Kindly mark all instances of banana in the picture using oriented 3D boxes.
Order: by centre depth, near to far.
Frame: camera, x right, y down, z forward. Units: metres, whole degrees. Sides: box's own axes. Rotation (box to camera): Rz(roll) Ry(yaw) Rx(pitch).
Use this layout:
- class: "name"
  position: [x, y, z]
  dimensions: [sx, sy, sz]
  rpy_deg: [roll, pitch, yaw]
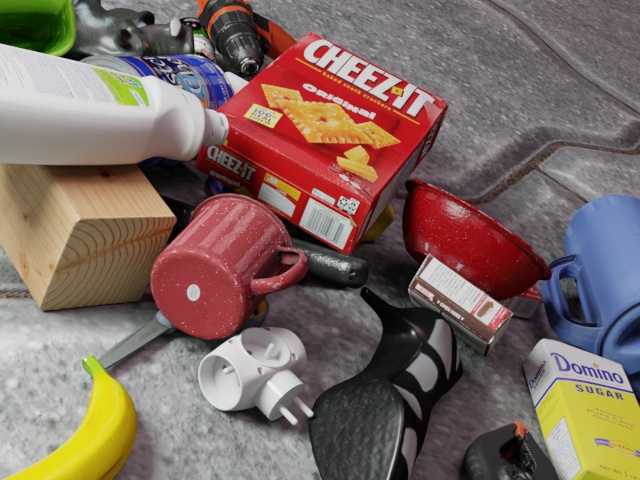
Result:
- class: "banana"
  position: [-0.164, 0.139, 0.659]
  dimensions: [0.070, 0.037, 0.197]
  rpy_deg: [16, 26, 13]

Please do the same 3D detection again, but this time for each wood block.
- class: "wood block"
  position: [-0.214, -0.050, 0.849]
  dimensions: [0.090, 0.090, 0.206]
  rpy_deg: [-3, 42, -44]

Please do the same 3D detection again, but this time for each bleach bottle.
- class: "bleach bottle"
  position: [-0.174, -0.093, 0.795]
  dimensions: [0.250, 0.068, 0.103]
  rpy_deg: [4, 38, -41]

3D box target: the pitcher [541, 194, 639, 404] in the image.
- class: "pitcher"
  position: [0.321, 0.049, 1.118]
  dimensions: [0.149, 0.145, 0.243]
  rpy_deg: [46, 20, -22]

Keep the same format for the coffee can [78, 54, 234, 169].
- class: "coffee can"
  position: [-0.155, -0.117, 0.970]
  dimensions: [0.103, 0.103, 0.140]
  rpy_deg: [38, 24, 16]

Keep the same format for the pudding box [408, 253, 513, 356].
- class: "pudding box"
  position: [0.125, 0.060, 0.961]
  dimensions: [0.090, 0.039, 0.113]
  rpy_deg: [35, -4, 12]

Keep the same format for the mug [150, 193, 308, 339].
- class: "mug"
  position: [-0.067, 0.023, 0.814]
  dimensions: [0.117, 0.093, 0.081]
  rpy_deg: [3, 29, 22]

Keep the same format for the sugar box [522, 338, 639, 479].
- class: "sugar box"
  position: [0.243, 0.165, 0.945]
  dimensions: [0.093, 0.048, 0.176]
  rpy_deg: [20, 32, -15]

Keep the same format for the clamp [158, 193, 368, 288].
- class: "clamp"
  position: [-0.056, 0.001, 0.901]
  dimensions: [0.210, 0.036, 0.165]
  rpy_deg: [19, -4, -8]

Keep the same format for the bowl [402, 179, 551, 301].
- class: "bowl"
  position: [0.132, 0.011, 0.993]
  dimensions: [0.162, 0.055, 0.162]
  rpy_deg: [35, -6, 4]

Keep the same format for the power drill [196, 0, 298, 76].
- class: "power drill"
  position: [-0.055, -0.215, 1.211]
  dimensions: [0.187, 0.057, 0.184]
  rpy_deg: [31, 26, -42]

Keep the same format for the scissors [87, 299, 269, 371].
- class: "scissors"
  position: [-0.100, 0.068, 0.836]
  dimensions: [0.096, 0.016, 0.201]
  rpy_deg: [28, 30, -1]

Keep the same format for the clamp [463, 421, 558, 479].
- class: "clamp"
  position: [0.153, 0.202, 0.820]
  dimensions: [0.120, 0.039, 0.171]
  rpy_deg: [34, 30, 7]

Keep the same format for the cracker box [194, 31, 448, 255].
- class: "cracker box"
  position: [0.008, -0.100, 1.001]
  dimensions: [0.164, 0.072, 0.213]
  rpy_deg: [30, 40, 8]

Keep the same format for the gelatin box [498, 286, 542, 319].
- class: "gelatin box"
  position: [0.174, 0.040, 1.093]
  dimensions: [0.089, 0.030, 0.073]
  rpy_deg: [12, 34, -27]
